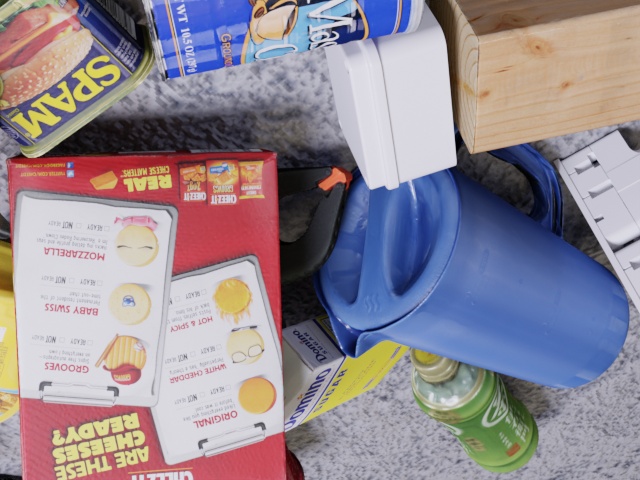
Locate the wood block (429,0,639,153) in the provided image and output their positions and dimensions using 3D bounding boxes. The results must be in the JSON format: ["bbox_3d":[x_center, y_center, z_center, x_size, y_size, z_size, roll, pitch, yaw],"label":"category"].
[{"bbox_3d":[0.179,-0.132,0.657,0.206,0.091,0.090,-12,137,-6],"label":"wood block"}]

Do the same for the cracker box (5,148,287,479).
[{"bbox_3d":[-0.109,0.050,0.679,0.164,0.072,0.214,-3,96,-10],"label":"cracker box"}]

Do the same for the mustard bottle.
[{"bbox_3d":[-0.250,0.084,0.763,0.096,0.058,0.192,18,129,-16],"label":"mustard bottle"}]

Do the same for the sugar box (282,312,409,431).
[{"bbox_3d":[0.008,0.092,0.806,0.175,0.048,0.093,-19,151,-55],"label":"sugar box"}]

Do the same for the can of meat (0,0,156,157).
[{"bbox_3d":[-0.158,-0.108,0.597,0.102,0.057,0.083,-32,134,15],"label":"can of meat"}]

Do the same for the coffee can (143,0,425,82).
[{"bbox_3d":[-0.026,-0.148,0.564,0.140,0.103,0.103,-12,137,-5],"label":"coffee can"}]

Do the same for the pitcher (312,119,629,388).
[{"bbox_3d":[0.126,0.023,0.786,0.242,0.145,0.149,23,136,-40],"label":"pitcher"}]

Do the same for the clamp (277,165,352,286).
[{"bbox_3d":[-0.055,0.001,0.739,0.120,0.039,0.171,41,99,-3],"label":"clamp"}]
